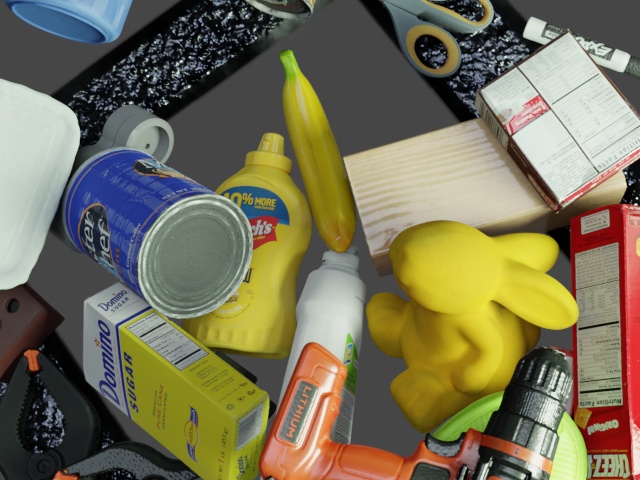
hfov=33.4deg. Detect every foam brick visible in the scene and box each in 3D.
[{"bbox_3d":[-0.273,0.077,0.927,0.053,0.051,0.078,39,85,14],"label":"foam brick"}]

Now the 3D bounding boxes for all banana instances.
[{"bbox_3d":[-0.004,-0.066,0.908,0.037,0.069,0.198,-25,63,14],"label":"banana"}]

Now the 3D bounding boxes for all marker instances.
[{"bbox_3d":[0.236,-0.165,0.929,0.121,0.020,0.020,24,81,12],"label":"marker"}]

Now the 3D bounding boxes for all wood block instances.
[{"bbox_3d":[0.133,-0.045,0.880,0.206,0.090,0.091,-16,76,4],"label":"wood block"}]

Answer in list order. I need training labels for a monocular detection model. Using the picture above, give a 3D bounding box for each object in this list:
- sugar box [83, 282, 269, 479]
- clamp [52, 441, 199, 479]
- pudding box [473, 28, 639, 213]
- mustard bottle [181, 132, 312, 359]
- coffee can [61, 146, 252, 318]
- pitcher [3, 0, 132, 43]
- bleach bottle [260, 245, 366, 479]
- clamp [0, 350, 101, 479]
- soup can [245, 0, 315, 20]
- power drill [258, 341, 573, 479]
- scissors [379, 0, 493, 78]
[{"bbox_3d":[-0.120,0.117,0.855,0.176,0.093,0.048,30,41,27],"label":"sugar box"},{"bbox_3d":[-0.127,0.200,0.872,0.171,0.039,0.120,21,67,-5],"label":"clamp"},{"bbox_3d":[0.185,-0.091,0.817,0.090,0.039,0.113,-33,76,-1],"label":"pudding box"},{"bbox_3d":[-0.056,0.001,0.910,0.096,0.058,0.191,4,76,26],"label":"mustard bottle"},{"bbox_3d":[-0.135,-0.009,0.870,0.140,0.102,0.103,29,81,48],"label":"coffee can"},{"bbox_3d":[-0.210,-0.310,0.977,0.145,0.149,0.243,16,83,-4],"label":"pitcher"},{"bbox_3d":[-0.001,0.127,0.865,0.068,0.102,0.251,7,72,12],"label":"bleach bottle"},{"bbox_3d":[-0.238,0.199,0.899,0.164,0.036,0.210,-17,75,-6],"label":"clamp"},{"bbox_3d":[-0.026,-0.260,0.961,0.068,0.068,0.102,15,79,11],"label":"soup can"},{"bbox_3d":[0.065,0.136,0.736,0.188,0.057,0.184,19,74,15],"label":"power drill"},{"bbox_3d":[0.050,-0.202,0.934,0.201,0.016,0.096,11,96,-6],"label":"scissors"}]
